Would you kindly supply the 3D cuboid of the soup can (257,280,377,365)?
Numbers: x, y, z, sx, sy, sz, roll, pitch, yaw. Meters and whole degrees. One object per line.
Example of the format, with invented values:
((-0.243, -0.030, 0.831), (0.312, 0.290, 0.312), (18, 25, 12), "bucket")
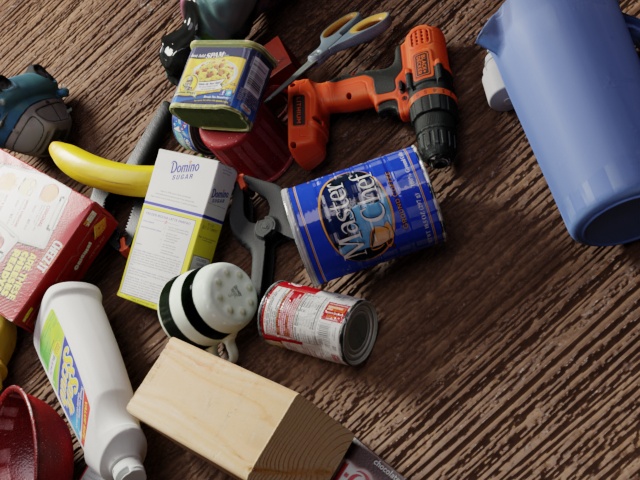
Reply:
((-0.003, 0.082, 1.065), (0.102, 0.068, 0.068), (11, 69, 33), "soup can")

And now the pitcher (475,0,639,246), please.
((0.260, -0.122, 1.002), (0.149, 0.144, 0.243), (-27, 60, 23), "pitcher")

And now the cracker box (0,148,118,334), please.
((-0.369, -0.007, 1.261), (0.214, 0.072, 0.164), (27, 80, 28), "cracker box")

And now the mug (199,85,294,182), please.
((-0.076, -0.128, 1.217), (0.117, 0.081, 0.093), (-45, 51, 0), "mug")

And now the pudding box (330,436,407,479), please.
((0.021, 0.229, 0.986), (0.114, 0.039, 0.090), (33, 82, 38), "pudding box")

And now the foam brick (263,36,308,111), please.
((-0.061, -0.191, 1.264), (0.078, 0.051, 0.053), (-32, 53, 10), "foam brick")

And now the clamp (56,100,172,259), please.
((-0.235, -0.074, 1.304), (0.164, 0.036, 0.210), (-25, 57, 7), "clamp")

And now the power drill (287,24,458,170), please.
((0.058, -0.137, 1.164), (0.188, 0.057, 0.184), (-14, 53, 18), "power drill")

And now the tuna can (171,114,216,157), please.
((-0.133, -0.143, 1.255), (0.034, 0.086, 0.086), (19, 74, 37), "tuna can")

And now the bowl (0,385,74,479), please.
((-0.302, 0.234, 1.128), (0.162, 0.055, 0.162), (-13, 74, 55), "bowl")

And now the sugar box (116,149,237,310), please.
((-0.160, -0.008, 1.194), (0.093, 0.048, 0.176), (15, 84, 33), "sugar box")

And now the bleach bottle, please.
((-0.235, 0.157, 1.124), (0.251, 0.067, 0.103), (52, 129, 44), "bleach bottle")

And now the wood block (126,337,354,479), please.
((-0.081, 0.173, 1.012), (0.206, 0.090, 0.090), (15, 69, 49), "wood block")

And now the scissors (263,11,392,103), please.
((0.016, -0.211, 1.195), (0.096, 0.016, 0.201), (-7, 32, 31), "scissors")

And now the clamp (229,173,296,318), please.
((-0.058, 0.001, 1.161), (0.120, 0.039, 0.172), (-39, 54, -2), "clamp")

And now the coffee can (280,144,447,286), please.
((0.043, -0.024, 1.058), (0.140, 0.103, 0.103), (-19, 54, 2), "coffee can")

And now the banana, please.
((-0.237, -0.082, 1.266), (0.198, 0.037, 0.069), (7, 33, 8), "banana")

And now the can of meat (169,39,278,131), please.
((-0.108, -0.169, 1.168), (0.102, 0.057, 0.084), (7, 69, 33), "can of meat")
